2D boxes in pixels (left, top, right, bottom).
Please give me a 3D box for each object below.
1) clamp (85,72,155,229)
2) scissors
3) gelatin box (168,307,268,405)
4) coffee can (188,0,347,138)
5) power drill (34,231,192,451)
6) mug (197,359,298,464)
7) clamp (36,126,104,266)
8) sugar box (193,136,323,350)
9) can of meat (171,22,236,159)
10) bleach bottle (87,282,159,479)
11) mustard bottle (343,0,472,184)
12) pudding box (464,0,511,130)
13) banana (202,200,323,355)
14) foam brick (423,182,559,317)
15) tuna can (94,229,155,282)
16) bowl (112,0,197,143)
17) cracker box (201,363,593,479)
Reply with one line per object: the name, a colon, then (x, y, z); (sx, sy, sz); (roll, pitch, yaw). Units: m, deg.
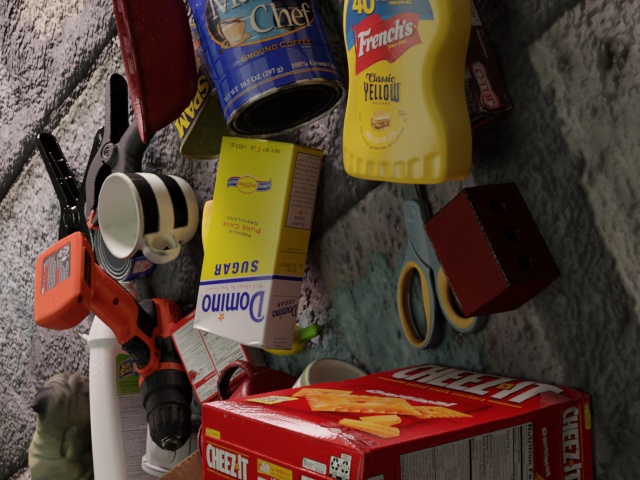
clamp: (-0.214, -0.097, 1.129); (0.120, 0.039, 0.171); (35, 103, 52)
scissors: (0.087, -0.014, 0.809); (0.096, 0.016, 0.202); (7, 101, 49)
gelatin box: (-0.098, 0.105, 1.029); (0.073, 0.030, 0.089); (-37, 66, 25)
coffee can: (-0.048, -0.169, 0.882); (0.103, 0.102, 0.140); (-33, 70, 48)
power drill: (-0.190, 0.093, 1.017); (0.057, 0.187, 0.184); (-31, 40, 12)
mug: (-0.056, 0.159, 0.956); (0.082, 0.093, 0.117); (-53, 54, 36)
clamp: (-0.283, -0.034, 1.245); (0.165, 0.036, 0.210); (13, 106, 49)
sugar box: (-0.056, 0.001, 0.932); (0.094, 0.048, 0.176); (10, 90, 43)
can of meat: (-0.106, -0.140, 0.996); (0.102, 0.057, 0.084); (-53, 53, 40)
bleach bottle: (-0.195, 0.170, 1.135); (0.068, 0.102, 0.251); (-15, 77, 46)
mustard bottle: (0.058, -0.137, 0.729); (0.096, 0.058, 0.192); (10, 104, 46)
pudding box: (0.081, -0.128, 0.778); (0.090, 0.039, 0.113); (-28, 75, 49)
banana: (-0.064, 0.045, 0.992); (0.198, 0.037, 0.070); (48, 112, 34)
foam brick: (0.118, 0.007, 0.744); (0.051, 0.052, 0.078); (-43, 63, 45)
tuna can: (-0.213, 0.002, 1.166); (0.086, 0.033, 0.086); (11, 104, 50)
bowl: (-0.141, -0.167, 0.919); (0.162, 0.055, 0.162); (169, 90, -79)
cracker box: (0.052, 0.136, 0.717); (0.164, 0.213, 0.072); (5, 97, 50)
